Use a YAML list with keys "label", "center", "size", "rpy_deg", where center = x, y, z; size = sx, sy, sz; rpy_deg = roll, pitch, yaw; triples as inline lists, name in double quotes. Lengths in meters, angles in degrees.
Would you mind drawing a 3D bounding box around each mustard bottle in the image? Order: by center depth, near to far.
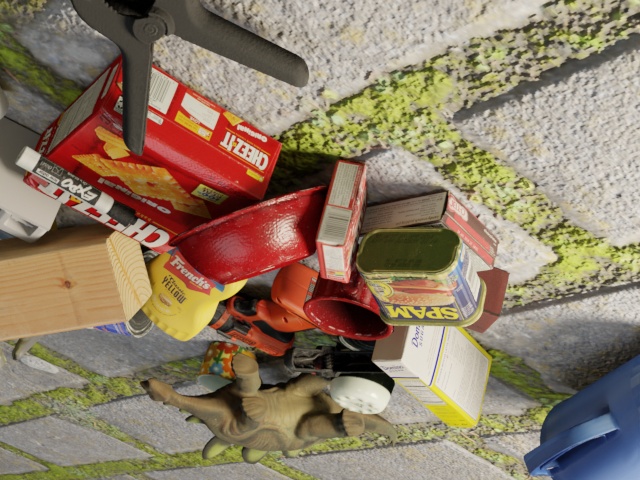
- label: "mustard bottle"
  center: [-0.126, 0.025, 1.136]
  size: [0.096, 0.058, 0.192]
  rpy_deg: [48, 132, 4]

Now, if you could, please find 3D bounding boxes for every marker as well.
- label: "marker"
  center: [-0.219, -0.047, 0.971]
  size: [0.121, 0.020, 0.020]
  rpy_deg: [32, 150, -22]

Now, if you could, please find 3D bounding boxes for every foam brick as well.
- label: "foam brick"
  center: [0.141, 0.052, 1.073]
  size: [0.078, 0.051, 0.053]
  rpy_deg: [19, 154, -3]

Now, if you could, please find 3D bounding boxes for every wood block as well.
- label: "wood block"
  center: [-0.296, 0.045, 1.120]
  size: [0.206, 0.090, 0.091]
  rpy_deg: [-9, 105, 11]

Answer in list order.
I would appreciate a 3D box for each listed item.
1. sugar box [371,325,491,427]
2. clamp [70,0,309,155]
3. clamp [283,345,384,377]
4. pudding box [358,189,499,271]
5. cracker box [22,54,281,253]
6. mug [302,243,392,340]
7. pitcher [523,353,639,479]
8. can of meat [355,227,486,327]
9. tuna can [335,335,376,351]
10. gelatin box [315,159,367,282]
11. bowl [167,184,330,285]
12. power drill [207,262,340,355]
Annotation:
- label: "sugar box"
  center: [0.126, 0.131, 1.187]
  size: [0.048, 0.093, 0.176]
  rpy_deg: [-7, 144, 39]
- label: "clamp"
  center: [-0.112, -0.165, 0.793]
  size: [0.165, 0.036, 0.210]
  rpy_deg: [-15, 129, 13]
- label: "clamp"
  center: [0.019, 0.139, 1.225]
  size: [0.120, 0.039, 0.171]
  rpy_deg: [8, 174, 0]
- label: "pudding box"
  center: [0.098, -0.003, 1.010]
  size: [0.114, 0.039, 0.090]
  rpy_deg: [-12, 140, 40]
- label: "cracker box"
  center: [-0.162, -0.071, 0.992]
  size: [0.164, 0.072, 0.214]
  rpy_deg: [30, 151, -23]
- label: "mug"
  center: [0.036, 0.039, 1.076]
  size: [0.093, 0.081, 0.117]
  rpy_deg: [10, 153, 13]
- label: "pitcher"
  center: [0.334, 0.197, 1.148]
  size: [0.145, 0.149, 0.243]
  rpy_deg: [31, 150, 3]
- label: "can of meat"
  center: [0.091, 0.032, 0.974]
  size: [0.102, 0.057, 0.084]
  rpy_deg: [0, 144, 25]
- label: "tuna can"
  center: [0.061, 0.106, 1.241]
  size: [0.086, 0.033, 0.086]
  rpy_deg: [13, 153, 7]
- label: "gelatin box"
  center: [0.021, -0.018, 0.968]
  size: [0.030, 0.089, 0.073]
  rpy_deg: [10, 153, 9]
- label: "bowl"
  center: [-0.056, 0.001, 0.986]
  size: [0.162, 0.055, 0.162]
  rpy_deg: [-19, 177, -1]
- label: "power drill"
  center: [-0.069, 0.072, 1.229]
  size: [0.184, 0.057, 0.188]
  rpy_deg: [28, 154, -29]
